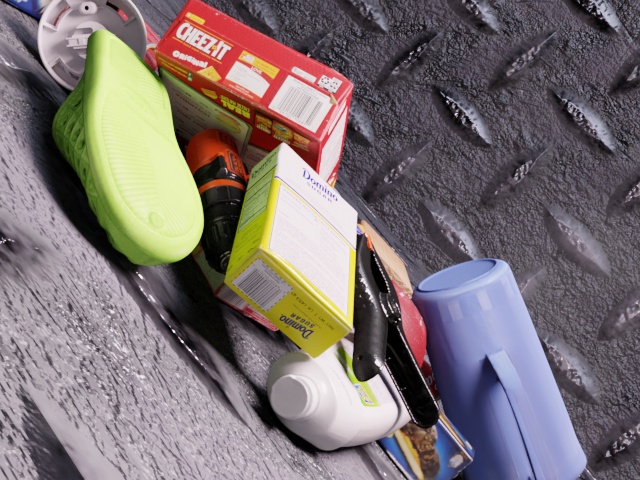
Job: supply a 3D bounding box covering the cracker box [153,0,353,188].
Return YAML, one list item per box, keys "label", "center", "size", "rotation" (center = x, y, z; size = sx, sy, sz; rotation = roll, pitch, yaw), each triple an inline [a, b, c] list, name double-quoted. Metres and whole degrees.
- label: "cracker box"
  center: [-0.060, -0.111, 0.986]
  size: [0.164, 0.072, 0.214]
  rotation: [29, -18, 7]

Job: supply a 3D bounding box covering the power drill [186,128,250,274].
- label: "power drill"
  center: [-0.037, 0.001, 0.915]
  size: [0.187, 0.057, 0.184]
  rotation: [40, 21, -32]

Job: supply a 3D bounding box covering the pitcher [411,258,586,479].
- label: "pitcher"
  center: [0.185, 0.149, 1.124]
  size: [0.144, 0.149, 0.243]
  rotation: [-30, 103, -46]

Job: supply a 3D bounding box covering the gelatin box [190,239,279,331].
- label: "gelatin box"
  center: [-0.070, 0.033, 0.927]
  size: [0.089, 0.030, 0.073]
  rotation: [36, 14, -47]

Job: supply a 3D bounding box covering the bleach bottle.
- label: "bleach bottle"
  center: [0.011, 0.116, 0.852]
  size: [0.102, 0.068, 0.250]
  rotation: [52, 10, 16]

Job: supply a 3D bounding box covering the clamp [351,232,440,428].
- label: "clamp"
  center: [0.042, 0.062, 0.859]
  size: [0.120, 0.039, 0.171]
  rotation: [46, 20, -58]

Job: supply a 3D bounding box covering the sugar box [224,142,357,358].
- label: "sugar box"
  center: [-0.018, 0.003, 0.815]
  size: [0.093, 0.048, 0.176]
  rotation: [43, 21, -18]
